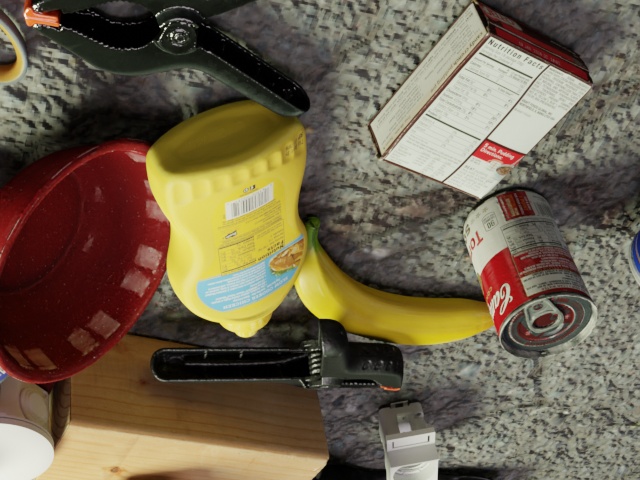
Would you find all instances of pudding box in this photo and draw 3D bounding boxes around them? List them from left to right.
[{"bbox_3d":[0.098,-0.084,0.665,0.089,0.039,0.114,19,127,-30],"label":"pudding box"}]

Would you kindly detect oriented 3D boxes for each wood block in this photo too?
[{"bbox_3d":[-0.109,0.142,0.822,0.205,0.090,0.091,14,133,-27],"label":"wood block"}]

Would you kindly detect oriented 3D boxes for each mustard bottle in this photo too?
[{"bbox_3d":[-0.055,0.001,0.701,0.096,0.058,0.192,-26,143,-20],"label":"mustard bottle"}]

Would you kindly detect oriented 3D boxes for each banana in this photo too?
[{"bbox_3d":[0.048,0.046,0.795,0.197,0.037,0.070,24,128,-34],"label":"banana"}]

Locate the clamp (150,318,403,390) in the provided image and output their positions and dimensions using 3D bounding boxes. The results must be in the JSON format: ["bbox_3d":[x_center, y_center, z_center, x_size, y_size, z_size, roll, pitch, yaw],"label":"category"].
[{"bbox_3d":[0.005,0.089,0.786,0.165,0.036,0.209,-15,161,42],"label":"clamp"}]

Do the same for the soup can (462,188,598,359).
[{"bbox_3d":[0.144,0.022,0.743,0.068,0.102,0.068,-7,138,-7],"label":"soup can"}]

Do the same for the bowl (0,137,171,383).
[{"bbox_3d":[-0.157,0.004,0.649,0.055,0.161,0.162,27,141,24],"label":"bowl"}]

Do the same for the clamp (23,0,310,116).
[{"bbox_3d":[-0.072,-0.115,0.589,0.171,0.039,0.120,-1,133,-4],"label":"clamp"}]
